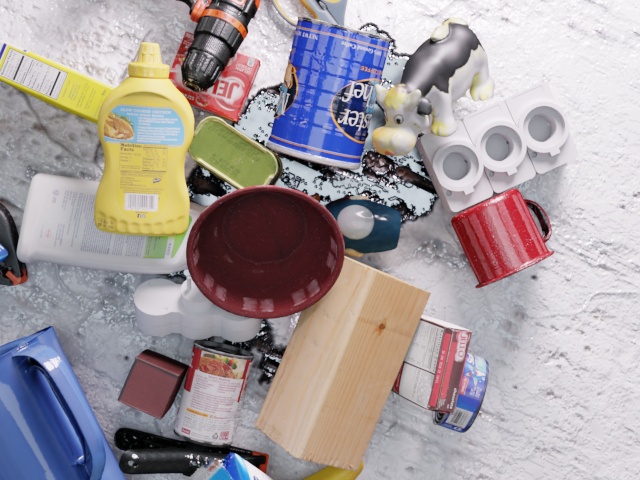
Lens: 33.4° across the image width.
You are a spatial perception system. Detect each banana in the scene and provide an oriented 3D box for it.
[{"bbox_3d":[-0.046,0.285,1.169,0.197,0.069,0.037,-14,56,-7],"label":"banana"}]

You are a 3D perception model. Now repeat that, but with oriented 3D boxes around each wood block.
[{"bbox_3d":[0.023,0.127,1.134,0.090,0.090,0.206,22,91,-38],"label":"wood block"}]

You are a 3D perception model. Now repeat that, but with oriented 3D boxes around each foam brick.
[{"bbox_3d":[-0.180,0.154,1.154,0.053,0.078,0.051,23,91,0],"label":"foam brick"}]

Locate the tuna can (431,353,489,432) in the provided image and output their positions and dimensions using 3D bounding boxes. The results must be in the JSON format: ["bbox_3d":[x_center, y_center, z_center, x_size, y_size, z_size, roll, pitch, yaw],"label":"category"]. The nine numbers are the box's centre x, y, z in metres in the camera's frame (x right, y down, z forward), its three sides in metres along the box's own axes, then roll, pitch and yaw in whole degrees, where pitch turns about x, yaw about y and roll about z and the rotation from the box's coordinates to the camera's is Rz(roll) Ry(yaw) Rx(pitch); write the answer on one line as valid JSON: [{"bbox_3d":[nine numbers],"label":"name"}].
[{"bbox_3d":[0.152,0.164,1.155,0.033,0.086,0.086,19,91,-3],"label":"tuna can"}]

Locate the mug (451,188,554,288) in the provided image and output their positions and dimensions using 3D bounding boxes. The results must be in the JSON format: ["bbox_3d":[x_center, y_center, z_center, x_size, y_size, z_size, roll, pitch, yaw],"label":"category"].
[{"bbox_3d":[0.202,-0.008,1.156,0.117,0.093,0.081,-24,87,-27],"label":"mug"}]

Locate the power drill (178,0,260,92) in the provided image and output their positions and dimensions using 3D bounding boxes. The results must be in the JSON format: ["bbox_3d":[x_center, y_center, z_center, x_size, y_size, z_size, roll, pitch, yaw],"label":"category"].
[{"bbox_3d":[-0.159,-0.266,1.134,0.187,0.057,0.184,25,70,-3],"label":"power drill"}]

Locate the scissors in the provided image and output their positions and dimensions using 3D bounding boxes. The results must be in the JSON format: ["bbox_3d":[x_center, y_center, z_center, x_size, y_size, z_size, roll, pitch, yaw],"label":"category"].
[{"bbox_3d":[0.034,-0.233,1.177,0.202,0.016,0.096,39,91,-2],"label":"scissors"}]

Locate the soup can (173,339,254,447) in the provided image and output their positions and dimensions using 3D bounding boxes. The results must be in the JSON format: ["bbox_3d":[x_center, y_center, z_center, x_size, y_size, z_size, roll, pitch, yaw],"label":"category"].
[{"bbox_3d":[-0.116,0.166,1.160,0.068,0.068,0.102,14,92,-1],"label":"soup can"}]

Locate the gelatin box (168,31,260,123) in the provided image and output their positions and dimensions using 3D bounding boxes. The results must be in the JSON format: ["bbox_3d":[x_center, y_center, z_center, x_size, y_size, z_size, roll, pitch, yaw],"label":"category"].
[{"bbox_3d":[-0.119,-0.178,1.169,0.089,0.030,0.073,21,91,-1],"label":"gelatin box"}]

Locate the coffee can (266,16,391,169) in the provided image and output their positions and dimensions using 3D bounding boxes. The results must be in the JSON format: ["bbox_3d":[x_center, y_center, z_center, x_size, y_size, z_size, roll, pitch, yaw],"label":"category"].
[{"bbox_3d":[0.009,-0.155,1.126,0.103,0.103,0.140,14,100,-1],"label":"coffee can"}]

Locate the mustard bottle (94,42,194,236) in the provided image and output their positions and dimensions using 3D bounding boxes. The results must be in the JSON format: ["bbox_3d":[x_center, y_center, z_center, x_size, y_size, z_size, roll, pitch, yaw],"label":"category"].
[{"bbox_3d":[-0.177,-0.103,1.079,0.096,0.058,0.192,3,103,-6],"label":"mustard bottle"}]

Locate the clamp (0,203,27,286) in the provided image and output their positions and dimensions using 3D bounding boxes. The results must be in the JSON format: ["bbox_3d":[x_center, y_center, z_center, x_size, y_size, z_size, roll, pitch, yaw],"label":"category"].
[{"bbox_3d":[-0.396,-0.034,1.164,0.210,0.036,0.164,37,96,0],"label":"clamp"}]

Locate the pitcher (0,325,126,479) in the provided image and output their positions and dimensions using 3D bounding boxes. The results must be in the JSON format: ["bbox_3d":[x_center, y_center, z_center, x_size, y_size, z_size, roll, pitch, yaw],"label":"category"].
[{"bbox_3d":[-0.283,0.220,1.124,0.145,0.149,0.243,-28,95,0],"label":"pitcher"}]

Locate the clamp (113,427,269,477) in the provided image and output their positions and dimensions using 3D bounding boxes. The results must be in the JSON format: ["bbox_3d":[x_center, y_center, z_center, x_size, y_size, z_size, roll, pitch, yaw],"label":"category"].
[{"bbox_3d":[-0.145,0.233,1.158,0.171,0.120,0.039,12,96,-23],"label":"clamp"}]

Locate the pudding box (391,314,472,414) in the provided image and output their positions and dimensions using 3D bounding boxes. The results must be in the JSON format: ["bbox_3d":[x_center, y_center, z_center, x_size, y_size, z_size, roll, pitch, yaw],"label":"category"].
[{"bbox_3d":[0.112,0.128,1.139,0.039,0.114,0.090,13,91,-25],"label":"pudding box"}]

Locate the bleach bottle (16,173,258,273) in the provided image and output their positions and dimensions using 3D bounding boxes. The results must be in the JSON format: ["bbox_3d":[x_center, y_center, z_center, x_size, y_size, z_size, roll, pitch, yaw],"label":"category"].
[{"bbox_3d":[-0.192,-0.002,1.158,0.250,0.068,0.102,12,92,-4],"label":"bleach bottle"}]

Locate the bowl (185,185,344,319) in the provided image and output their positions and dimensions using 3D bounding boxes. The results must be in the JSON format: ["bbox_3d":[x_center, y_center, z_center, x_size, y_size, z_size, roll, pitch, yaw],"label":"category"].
[{"bbox_3d":[-0.057,0.001,1.103,0.162,0.055,0.162,-2,123,-3],"label":"bowl"}]

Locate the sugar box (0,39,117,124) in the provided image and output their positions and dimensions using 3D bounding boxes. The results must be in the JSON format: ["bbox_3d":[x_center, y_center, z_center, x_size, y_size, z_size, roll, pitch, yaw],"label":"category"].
[{"bbox_3d":[-0.288,-0.168,1.136,0.176,0.093,0.048,21,91,-1],"label":"sugar box"}]

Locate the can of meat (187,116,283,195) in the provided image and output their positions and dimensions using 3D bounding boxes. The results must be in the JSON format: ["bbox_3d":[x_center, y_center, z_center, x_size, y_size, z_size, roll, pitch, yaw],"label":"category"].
[{"bbox_3d":[-0.092,-0.089,1.145,0.102,0.084,0.057,33,91,-2],"label":"can of meat"}]
